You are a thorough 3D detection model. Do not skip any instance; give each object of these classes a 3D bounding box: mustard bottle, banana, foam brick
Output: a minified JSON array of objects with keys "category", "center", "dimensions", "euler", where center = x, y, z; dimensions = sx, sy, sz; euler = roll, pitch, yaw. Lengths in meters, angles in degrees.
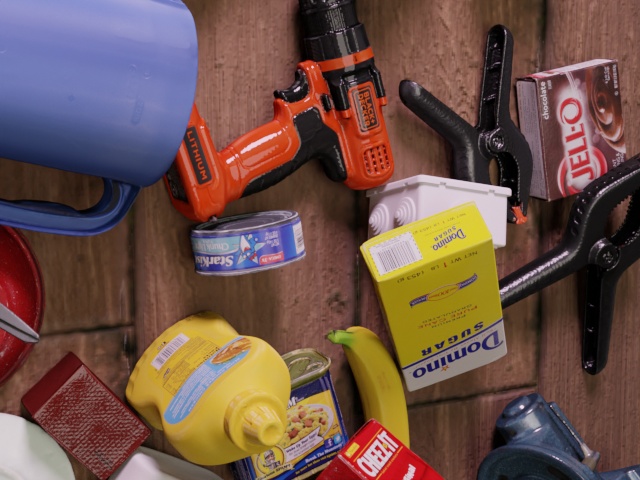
[{"category":"mustard bottle","center":[-0.072,0.109,0.755],"dimensions":[0.096,0.192,0.058],"euler":[-44,113,-14]},{"category":"banana","center":[0.045,0.149,0.898],"dimensions":[0.069,0.037,0.198],"euler":[-28,113,-37]},{"category":"foam brick","center":[-0.173,0.129,0.788],"dimensions":[0.053,0.051,0.078],"euler":[-45,113,-13]}]

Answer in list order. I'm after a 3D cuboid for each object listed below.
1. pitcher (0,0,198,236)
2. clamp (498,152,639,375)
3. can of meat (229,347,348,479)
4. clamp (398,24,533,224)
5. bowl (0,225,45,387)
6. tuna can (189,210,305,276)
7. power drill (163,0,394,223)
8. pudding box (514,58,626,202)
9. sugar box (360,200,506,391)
[{"category":"pitcher","center":[-0.211,-0.104,0.678],"dimensions":[0.242,0.145,0.149],"euler":[7,55,-30]},{"category":"clamp","center":[0.237,0.010,0.954],"dimensions":[0.164,0.036,0.210],"euler":[20,101,-30]},{"category":"can of meat","center":[-0.032,0.146,0.855],"dimensions":[0.102,0.058,0.084],"euler":[-22,108,-21]},{"category":"clamp","center":[0.130,-0.086,0.909],"dimensions":[0.120,0.039,0.171],"euler":[-22,106,-20]},{"category":"bowl","center":[-0.265,0.048,0.732],"dimensions":[0.161,0.055,0.162],"euler":[-4,99,-25]},{"category":"tuna can","center":[-0.055,0.001,0.807],"dimensions":[0.086,0.086,0.034],"euler":[-12,101,-24]},{"category":"power drill","center":[-0.038,-0.106,0.816],"dimensions":[0.187,0.057,0.184],"euler":[-22,106,-21]},{"category":"pudding box","center":[0.224,-0.099,0.952],"dimensions":[0.089,0.039,0.113],"euler":[-16,104,-23]},{"category":"sugar box","center":[0.094,0.050,0.845],"dimensions":[0.093,0.048,0.176],"euler":[-20,140,0]}]
